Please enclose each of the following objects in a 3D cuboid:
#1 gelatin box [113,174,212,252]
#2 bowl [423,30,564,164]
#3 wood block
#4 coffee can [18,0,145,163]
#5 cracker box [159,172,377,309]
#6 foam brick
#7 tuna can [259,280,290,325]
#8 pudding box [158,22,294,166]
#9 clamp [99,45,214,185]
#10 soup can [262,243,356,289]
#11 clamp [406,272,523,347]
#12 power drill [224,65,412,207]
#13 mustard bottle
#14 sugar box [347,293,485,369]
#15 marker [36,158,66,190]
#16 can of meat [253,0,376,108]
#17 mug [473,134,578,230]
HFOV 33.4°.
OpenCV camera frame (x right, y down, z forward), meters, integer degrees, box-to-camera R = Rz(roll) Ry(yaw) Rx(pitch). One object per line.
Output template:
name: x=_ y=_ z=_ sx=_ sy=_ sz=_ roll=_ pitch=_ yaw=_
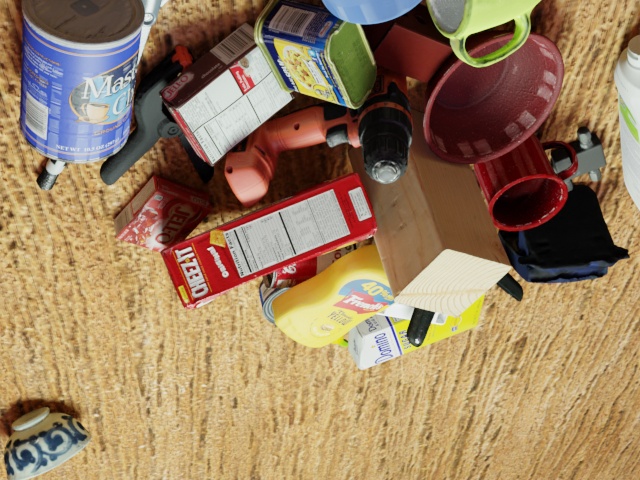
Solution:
gelatin box: x=-0.174 y=-0.027 z=1.177 sx=0.073 sy=0.030 sz=0.089 roll=20 pitch=130 yaw=-37
bowl: x=0.166 y=-0.157 z=1.093 sx=0.162 sy=0.055 sz=0.162 roll=-17 pitch=137 yaw=-16
wood block: x=0.109 y=-0.034 z=1.118 sx=0.090 sy=0.206 sz=0.090 roll=15 pitch=133 yaw=-33
coffee can: x=-0.215 y=-0.154 z=0.951 sx=0.102 sy=0.103 sz=0.140 roll=0 pitch=139 yaw=-18
cracker box: x=-0.057 y=0.001 z=1.126 sx=0.213 sy=0.072 sz=0.164 roll=-22 pitch=-178 yaw=-7
foam brick: x=0.082 y=-0.197 z=1.034 sx=0.078 sy=0.053 sz=0.051 roll=14 pitch=133 yaw=-32
tuna can: x=-0.033 y=0.069 z=1.337 sx=0.086 sy=0.034 sz=0.086 roll=-9 pitch=141 yaw=-8
pudding box: x=-0.089 y=-0.140 z=1.029 sx=0.113 sy=0.039 sz=0.090 roll=-39 pitch=143 yaw=-9
clamp: x=-0.143 y=-0.116 z=1.073 sx=0.120 sy=0.039 sz=0.172 roll=-1 pitch=139 yaw=-34
soup can: x=-0.014 y=0.021 z=1.257 sx=0.102 sy=0.068 sz=0.069 roll=-2 pitch=140 yaw=-16
clamp: x=0.167 y=0.009 z=1.254 sx=0.164 sy=0.036 sz=0.210 roll=-15 pitch=110 yaw=-25
power drill: x=0.001 y=-0.095 z=1.044 sx=0.188 sy=0.184 sz=0.057 roll=-17 pitch=124 yaw=16
mustard bottle: x=0.044 y=0.053 z=1.209 sx=0.192 sy=0.058 sz=0.096 roll=-33 pitch=138 yaw=26
sugar box: x=0.124 y=0.105 z=1.392 sx=0.176 sy=0.048 sz=0.093 roll=-22 pitch=148 yaw=-13
marker: x=-0.258 y=-0.093 z=1.079 sx=0.020 sy=0.020 sz=0.121 roll=15 pitch=133 yaw=-32
can of meat: x=-0.002 y=-0.174 z=0.993 sx=0.057 sy=0.084 sz=0.102 roll=-57 pitch=147 yaw=-19
mug: x=0.233 y=-0.076 z=1.207 sx=0.117 sy=0.081 sz=0.093 roll=-26 pitch=140 yaw=15
